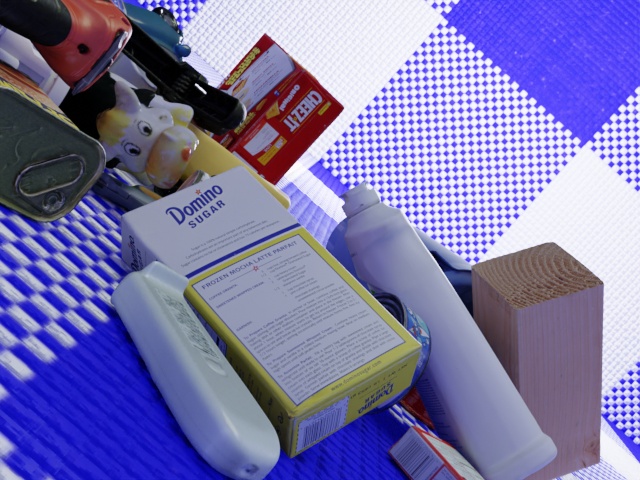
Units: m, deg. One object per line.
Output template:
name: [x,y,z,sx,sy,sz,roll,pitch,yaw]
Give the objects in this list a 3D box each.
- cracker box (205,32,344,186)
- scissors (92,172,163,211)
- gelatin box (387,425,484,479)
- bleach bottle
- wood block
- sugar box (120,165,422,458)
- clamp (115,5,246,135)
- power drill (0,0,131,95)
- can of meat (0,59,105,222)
cracker box: [-0.073,-0.132,1.189,0.072,0.164,0.214,41,7,-24]
scissors: [-0.135,-0.025,0.759,0.096,0.016,0.201,41,6,23]
gelatin box: [0.096,0.175,0.743,0.089,0.030,0.073,46,7,36]
bleach bottle: [0.086,0.068,0.830,0.251,0.068,0.103,62,-13,3]
wood block: [0.204,0.118,1.007,0.090,0.090,0.206,-129,-153,-57]
sugar box: [-0.034,0.035,0.630,0.176,0.093,0.048,44,-35,32]
clamp: [-0.127,-0.140,0.924,0.164,0.036,0.210,40,-2,0]
power drill: [-0.207,-0.167,0.608,0.185,0.057,0.187,49,12,29]
can of meat: [-0.181,-0.066,0.588,0.084,0.057,0.102,43,5,35]
